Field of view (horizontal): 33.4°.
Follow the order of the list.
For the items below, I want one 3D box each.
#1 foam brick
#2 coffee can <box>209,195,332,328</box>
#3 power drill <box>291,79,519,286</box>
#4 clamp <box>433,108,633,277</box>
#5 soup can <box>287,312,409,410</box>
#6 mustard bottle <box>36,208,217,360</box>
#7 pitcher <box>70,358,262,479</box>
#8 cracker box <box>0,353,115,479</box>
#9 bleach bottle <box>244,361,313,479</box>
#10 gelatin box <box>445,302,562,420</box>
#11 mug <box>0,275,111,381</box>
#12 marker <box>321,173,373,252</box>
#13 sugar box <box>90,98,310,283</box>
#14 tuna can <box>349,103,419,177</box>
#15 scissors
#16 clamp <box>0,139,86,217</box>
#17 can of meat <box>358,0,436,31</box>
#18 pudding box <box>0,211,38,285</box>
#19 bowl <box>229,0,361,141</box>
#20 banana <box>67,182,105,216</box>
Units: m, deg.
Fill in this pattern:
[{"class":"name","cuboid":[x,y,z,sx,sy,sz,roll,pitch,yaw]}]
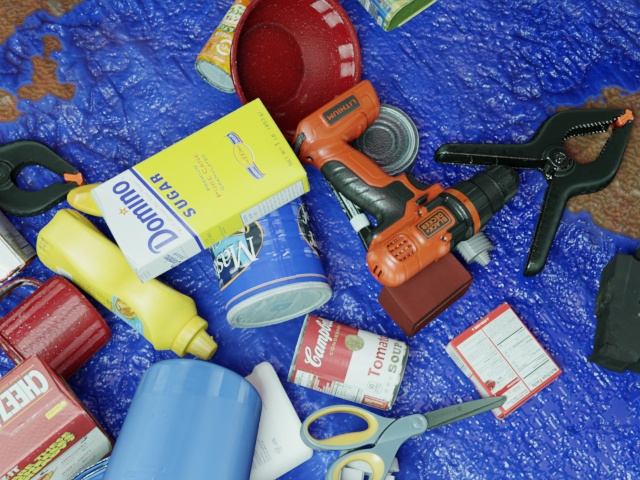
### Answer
[{"class":"foam brick","cuboid":[0.102,0.049,1.046,0.078,0.053,0.051,-37,77,-15]},{"class":"coffee can","cuboid":[-0.057,0.001,1.028,0.102,0.103,0.140,-15,72,-8]},{"class":"power drill","cuboid":[0.078,-0.067,1.033,0.184,0.057,0.188,-34,71,-25]},{"class":"clamp","cuboid":[0.232,-0.082,1.104,0.209,0.036,0.164,-39,77,-16]},{"class":"soup can","cuboid":[0.026,0.116,1.011,0.102,0.068,0.068,17,71,2]},{"class":"mustard bottle","cuboid":[-0.177,0.050,1.009,0.192,0.096,0.058,36,71,10]},{"class":"pitcher","cuboid":[-0.133,0.221,0.853,0.149,0.145,0.242,27,53,-19]},{"class":"cracker box","cuboid":[-0.266,0.189,0.896,0.164,0.214,0.072,-40,77,-14]},{"class":"bleach bottle","cuboid":[-0.137,0.211,0.976,0.250,0.068,0.102,-26,75,-8]},{"class":"gelatin box","cuboid":[0.177,0.117,1.038,0.073,0.030,0.089,-34,76,-14]},{"class":"mug","cuboid":[-0.260,0.080,1.003,0.117,0.093,0.081,39,69,20]},{"class":"marker","cuboid":[0.029,-0.039,1.090,0.020,0.020,0.121,-26,74,-11]},{"class":"sugar box","cuboid":[-0.108,-0.046,0.966,0.176,0.048,0.093,-30,70,-8]},{"class":"tuna can","cuboid":[0.059,-0.098,1.103,0.086,0.034,0.086,1,71,-2]},{"class":"scissors","cuboid":[0.081,0.186,0.963,0.201,0.016,0.096,2,61,-13]},{"class":"clamp","cuboid":[-0.325,-0.073,1.072,0.171,0.039,0.120,-6,91,-8]},{"class":"can of meat","cuboid":[0.083,-0.287,1.158,0.102,0.057,0.084,-36,79,-13]},{"class":"pudding box","cuboid":[-0.321,-0.013,1.010,0.039,0.090,0.113,-38,98,-3]},{"class":"bowl","cuboid":[-0.036,-0.181,1.093,0.161,0.055,0.162,-4,96,-37]},{"class":"banana","cuboid":[-0.155,-0.059,1.058,0.197,0.070,0.037,-24,50,-21]}]
